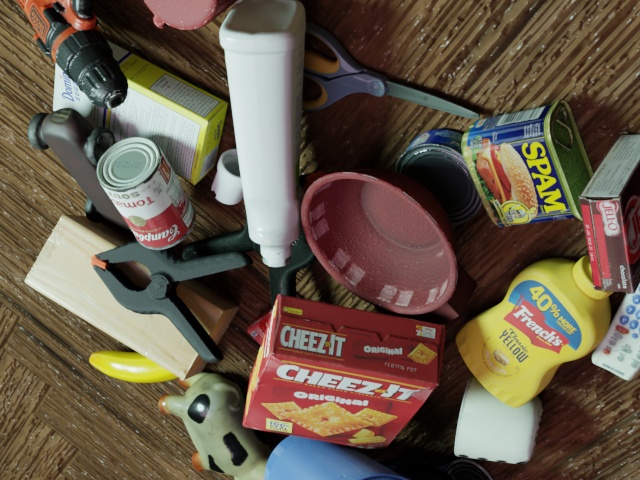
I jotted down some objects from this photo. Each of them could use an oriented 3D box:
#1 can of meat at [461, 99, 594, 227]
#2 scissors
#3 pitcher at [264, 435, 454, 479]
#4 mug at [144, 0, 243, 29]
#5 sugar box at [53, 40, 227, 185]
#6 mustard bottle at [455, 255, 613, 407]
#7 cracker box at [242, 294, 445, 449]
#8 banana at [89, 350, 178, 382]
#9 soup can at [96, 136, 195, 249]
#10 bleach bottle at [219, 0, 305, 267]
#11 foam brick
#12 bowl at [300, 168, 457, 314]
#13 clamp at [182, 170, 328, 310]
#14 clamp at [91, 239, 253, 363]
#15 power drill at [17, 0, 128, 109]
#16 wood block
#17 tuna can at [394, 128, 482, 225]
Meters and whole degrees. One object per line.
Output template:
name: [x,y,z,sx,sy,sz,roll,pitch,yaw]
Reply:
can of meat: [0.179,-0.063,0.917,0.084,0.057,0.102,-8,119,36]
scissors: [0.039,-0.131,0.972,0.202,0.016,0.096,32,135,6]
pitcher: [0.031,0.278,1.139,0.149,0.145,0.243,23,177,-18]
mug: [-0.113,-0.230,0.940,0.093,0.081,0.117,44,133,-7]
sugar box: [-0.184,-0.136,1.076,0.176,0.048,0.093,30,137,10]
mustard bottle: [0.212,0.072,0.994,0.096,0.058,0.192,52,134,14]
cracker box: [0.016,0.140,1.074,0.164,0.072,0.214,11,152,-6]
banana: [-0.192,0.137,1.284,0.198,0.037,0.069,-24,92,29]
soup can: [-0.173,-0.047,1.067,0.069,0.068,0.102,10,149,23]
bleach bottle: [-0.045,-0.084,0.966,0.068,0.102,0.251,3,121,7]
foam brick: [0.103,0.054,1.050,0.051,0.053,0.078,49,132,-11]
bowl: [0.063,-0.010,0.975,0.162,0.055,0.162,23,140,21]
clamp: [-0.057,0.001,1.104,0.165,0.036,0.210,38,126,15]
clamp: [-0.159,0.057,1.112,0.171,0.039,0.120,11,92,15]
power drill: [-0.212,-0.237,0.969,0.184,0.057,0.188,51,134,25]
wood block: [-0.207,0.061,1.183,0.206,0.090,0.090,31,93,6]
tuna can: [0.112,-0.058,0.973,0.086,0.033,0.086,16,130,19]
